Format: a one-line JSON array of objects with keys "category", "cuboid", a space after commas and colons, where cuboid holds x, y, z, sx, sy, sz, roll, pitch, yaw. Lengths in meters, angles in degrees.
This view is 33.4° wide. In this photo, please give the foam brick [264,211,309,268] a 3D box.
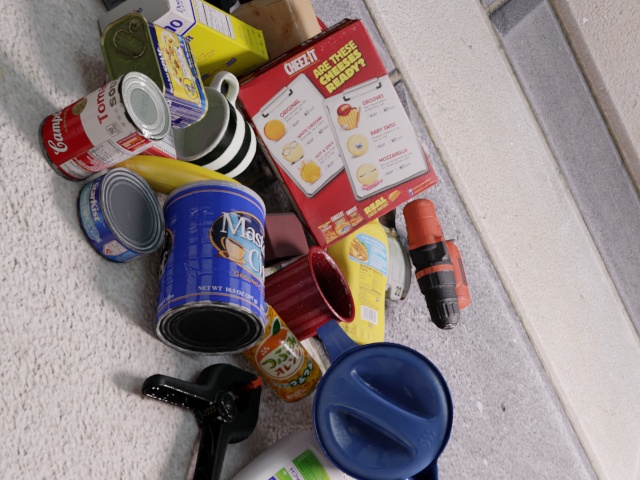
[{"category": "foam brick", "cuboid": [-0.058, 0.001, 1.190, 0.078, 0.053, 0.051, -7, 76, -60]}]

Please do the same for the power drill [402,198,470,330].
[{"category": "power drill", "cuboid": [0.169, 0.048, 1.497, 0.187, 0.057, 0.184, 47, 31, -70]}]

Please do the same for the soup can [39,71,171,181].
[{"category": "soup can", "cuboid": [-0.195, -0.103, 0.969, 0.068, 0.102, 0.068, 39, 39, -42]}]

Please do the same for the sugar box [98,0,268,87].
[{"category": "sugar box", "cuboid": [-0.144, -0.216, 1.153, 0.176, 0.093, 0.048, 10, 60, -57]}]

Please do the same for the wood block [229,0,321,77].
[{"category": "wood block", "cuboid": [-0.033, -0.192, 1.297, 0.090, 0.090, 0.206, -61, 133, -62]}]

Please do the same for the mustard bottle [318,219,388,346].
[{"category": "mustard bottle", "cuboid": [0.044, 0.034, 1.292, 0.096, 0.058, 0.191, 25, 64, -45]}]

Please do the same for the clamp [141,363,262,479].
[{"category": "clamp", "cuboid": [-0.106, 0.155, 1.007, 0.120, 0.039, 0.171, 67, 21, -11]}]

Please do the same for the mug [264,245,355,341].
[{"category": "mug", "cuboid": [-0.017, 0.061, 1.178, 0.093, 0.082, 0.117, 59, 19, -8]}]

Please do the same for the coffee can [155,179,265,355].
[{"category": "coffee can", "cuboid": [-0.105, 0.027, 1.034, 0.102, 0.103, 0.140, 37, 40, -44]}]

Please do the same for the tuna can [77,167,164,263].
[{"category": "tuna can", "cuboid": [-0.186, -0.023, 1.000, 0.086, 0.034, 0.086, 40, 38, -42]}]

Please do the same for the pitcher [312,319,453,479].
[{"category": "pitcher", "cuboid": [0.058, 0.174, 1.112, 0.243, 0.145, 0.149, 78, 23, -79]}]

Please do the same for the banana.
[{"category": "banana", "cuboid": [-0.125, -0.051, 1.096, 0.197, 0.070, 0.037, 24, 63, -54]}]

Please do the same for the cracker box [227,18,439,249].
[{"category": "cracker box", "cuboid": [0.016, -0.122, 1.227, 0.213, 0.164, 0.072, 62, -7, -18]}]

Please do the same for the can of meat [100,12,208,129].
[{"category": "can of meat", "cuboid": [-0.162, -0.164, 1.055, 0.083, 0.058, 0.102, 8, 62, -63]}]

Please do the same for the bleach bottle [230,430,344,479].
[{"category": "bleach bottle", "cuboid": [-0.061, 0.268, 0.979, 0.102, 0.068, 0.250, 62, 30, -2]}]
